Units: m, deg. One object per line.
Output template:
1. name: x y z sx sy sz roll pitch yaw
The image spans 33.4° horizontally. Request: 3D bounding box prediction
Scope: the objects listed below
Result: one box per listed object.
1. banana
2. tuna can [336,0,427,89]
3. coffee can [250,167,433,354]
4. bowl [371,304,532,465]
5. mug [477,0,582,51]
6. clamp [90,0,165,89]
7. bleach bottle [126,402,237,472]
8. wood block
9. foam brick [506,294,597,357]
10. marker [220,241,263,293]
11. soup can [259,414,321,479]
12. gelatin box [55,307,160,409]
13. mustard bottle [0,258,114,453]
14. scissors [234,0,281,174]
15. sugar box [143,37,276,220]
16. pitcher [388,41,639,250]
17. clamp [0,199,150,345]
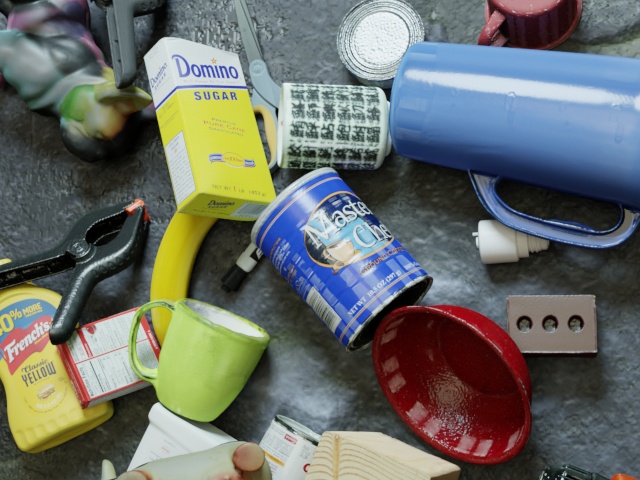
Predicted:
1. banana: -0.126 0.013 1.046 0.070 0.037 0.198 27 87 17
2. tuna can: 0.061 -0.192 1.040 0.086 0.033 0.086 -3 79 13
3. coffee can: 0.019 0.018 0.975 0.103 0.102 0.140 -43 73 3
4. bowl: 0.125 0.114 0.929 0.162 0.162 0.055 39 50 17
5. mug: 0.187 -0.222 0.989 0.093 0.081 0.117 44 92 17
6. clamp: -0.203 -0.238 1.050 0.164 0.209 0.036 41 134 1
7. bleach bottle: -0.167 0.284 0.994 0.103 0.068 0.251 28 90 17
8. wood block: 0.049 0.214 0.877 0.090 0.206 0.091 21 86 17
9. foam brick: 0.204 0.077 0.945 0.078 0.051 0.053 -2 79 14
10. marker: -0.057 0.001 1.041 0.020 0.020 0.121 38 91 17
11. soup can: -0.036 0.219 0.970 0.068 0.068 0.102 27 87 17
12. gelatin box: -0.201 0.113 1.027 0.089 0.030 0.073 -18 72 -30
13. mustard bottle: -0.283 0.105 1.057 0.096 0.058 0.192 -26 74 -2
14. scissors: -0.043 -0.165 1.070 0.096 0.016 0.202 -2 80 12
15. sugar box: -0.105 -0.107 1.018 0.048 0.093 0.176 -34 61 40
16. pitcher: 0.187 -0.098 0.946 0.243 0.145 0.149 11 44 19
17. clamp: -0.243 0.017 1.043 0.120 0.039 0.171 28 57 20
